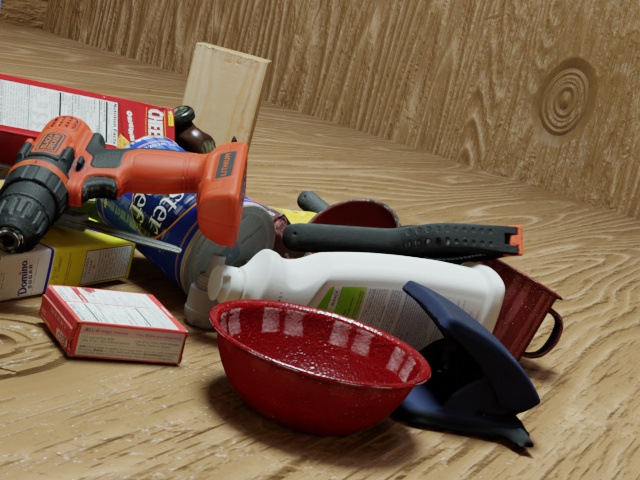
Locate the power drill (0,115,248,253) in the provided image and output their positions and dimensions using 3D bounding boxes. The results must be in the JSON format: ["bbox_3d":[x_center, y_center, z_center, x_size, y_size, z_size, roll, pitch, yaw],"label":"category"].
[{"bbox_3d":[-0.156,-0.040,0.854,0.187,0.057,0.184,7,33,-1],"label":"power drill"}]

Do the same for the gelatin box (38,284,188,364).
[{"bbox_3d":[-0.153,0.062,0.783,0.089,0.030,0.073,8,15,-34],"label":"gelatin box"}]

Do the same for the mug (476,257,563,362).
[{"bbox_3d":[0.180,0.072,1.024,0.117,0.081,0.093,30,1,-19],"label":"mug"}]

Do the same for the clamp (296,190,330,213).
[{"bbox_3d":[0.051,0.008,1.272,0.172,0.039,0.120,39,1,38],"label":"clamp"}]

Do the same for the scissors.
[{"bbox_3d":[-0.211,-0.023,0.909,0.201,0.016,0.096,13,14,-2],"label":"scissors"}]

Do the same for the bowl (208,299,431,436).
[{"bbox_3d":[-0.006,0.094,0.755,0.162,0.055,0.162,15,11,-3],"label":"bowl"}]

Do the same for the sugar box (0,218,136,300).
[{"bbox_3d":[-0.243,0.007,0.887,0.093,0.048,0.176,20,11,23],"label":"sugar box"}]

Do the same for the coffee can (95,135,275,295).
[{"bbox_3d":[-0.125,-0.020,0.976,0.140,0.103,0.102,37,21,34],"label":"coffee can"}]

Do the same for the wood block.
[{"bbox_3d":[-0.130,-0.130,1.305,0.090,0.206,0.091,15,11,-3],"label":"wood block"}]

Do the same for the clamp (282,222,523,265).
[{"bbox_3d":[0.081,0.008,0.993,0.210,0.036,0.164,-2,-11,8],"label":"clamp"}]

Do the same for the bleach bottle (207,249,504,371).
[{"bbox_3d":[0.028,0.049,0.898,0.250,0.102,0.068,12,13,-26],"label":"bleach bottle"}]

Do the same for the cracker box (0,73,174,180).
[{"bbox_3d":[-0.279,-0.099,1.105,0.213,0.072,0.164,8,-22,-30],"label":"cracker box"}]
